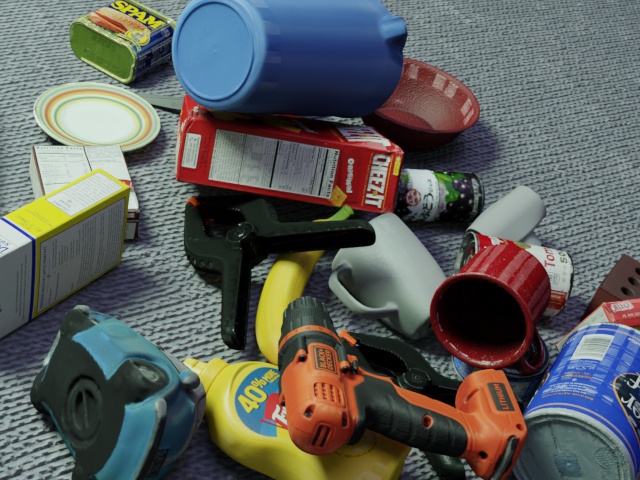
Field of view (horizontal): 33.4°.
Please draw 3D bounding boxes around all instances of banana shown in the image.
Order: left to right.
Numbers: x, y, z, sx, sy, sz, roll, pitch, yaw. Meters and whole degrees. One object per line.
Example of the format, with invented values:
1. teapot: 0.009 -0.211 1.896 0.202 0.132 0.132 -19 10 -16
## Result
1. banana: -0.026 0.043 0.966 0.037 0.070 0.197 37 47 -17

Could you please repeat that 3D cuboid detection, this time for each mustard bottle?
1. mustard bottle: -0.029 0.146 0.840 0.192 0.058 0.096 27 35 15

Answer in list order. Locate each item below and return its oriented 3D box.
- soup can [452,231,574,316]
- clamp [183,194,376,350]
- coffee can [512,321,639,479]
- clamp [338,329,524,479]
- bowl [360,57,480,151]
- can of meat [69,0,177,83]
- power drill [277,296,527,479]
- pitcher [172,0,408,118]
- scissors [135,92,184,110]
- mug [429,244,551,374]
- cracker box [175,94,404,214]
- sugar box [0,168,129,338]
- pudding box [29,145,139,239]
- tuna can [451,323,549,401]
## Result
1. soup can: 0.190 0.034 1.053 0.102 0.069 0.068 11 38 -8
2. clamp: -0.056 0.001 0.979 0.164 0.036 0.210 -33 38 -11
3. coffee can: 0.229 0.147 0.897 0.103 0.103 0.140 29 39 15
4. clamp: 0.079 0.137 0.909 0.171 0.039 0.120 24 33 16
5. bowl: 0.105 -0.154 1.266 0.162 0.055 0.162 10 38 -8
6. can of meat: -0.229 -0.234 1.243 0.102 0.057 0.083 29 42 17
7. power drill: 0.056 0.116 0.833 0.187 0.057 0.184 15 25 -11
8. pitcher: -0.039 -0.179 1.046 0.145 0.149 0.242 34 24 25
9. scissors: -0.103 -0.162 1.189 0.202 0.096 0.016 25 -4 8
10. mug: 0.161 0.064 0.942 0.117 0.093 0.081 54 37 -3
11. cracker box: -0.037 -0.091 1.077 0.213 0.072 0.164 8 13 -9
12. sugar box: -0.238 0.014 0.898 0.048 0.093 0.175 32 40 22
13. pudding box: -0.227 -0.047 1.024 0.089 0.039 0.113 -3 39 -22
14. tuna can: 0.166 0.107 0.981 0.086 0.034 0.086 10 38 -8
